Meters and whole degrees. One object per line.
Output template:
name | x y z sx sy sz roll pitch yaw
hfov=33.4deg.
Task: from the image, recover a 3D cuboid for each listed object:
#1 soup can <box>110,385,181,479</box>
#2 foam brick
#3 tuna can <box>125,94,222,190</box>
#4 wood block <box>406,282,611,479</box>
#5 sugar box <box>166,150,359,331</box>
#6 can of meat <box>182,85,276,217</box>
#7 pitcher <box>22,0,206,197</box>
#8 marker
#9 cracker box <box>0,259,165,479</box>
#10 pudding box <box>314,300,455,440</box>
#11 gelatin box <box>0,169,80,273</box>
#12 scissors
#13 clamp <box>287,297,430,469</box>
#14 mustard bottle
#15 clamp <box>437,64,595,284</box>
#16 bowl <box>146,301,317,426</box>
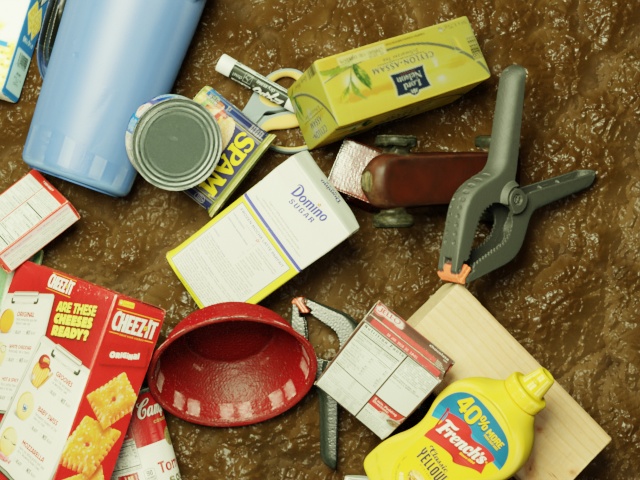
soup can | -0.179 0.198 1.033 0.068 0.068 0.102 -16 87 -3
foam brick | 0.036 -0.064 1.053 0.053 0.078 0.051 22 86 1
tuna can | -0.136 -0.091 0.984 0.086 0.034 0.086 -6 107 -21
wood block | 0.169 0.145 1.038 0.090 0.091 0.206 -44 89 -4
sugar box | -0.057 0.001 1.027 0.176 0.048 0.093 -35 89 21
can of meat | -0.107 -0.088 1.046 0.084 0.057 0.102 39 94 -3
pitcher | -0.207 -0.173 1.035 0.145 0.149 0.243 20 89 -16
marker | -0.048 -0.149 1.068 0.121 0.020 0.020 29 86 1
cracker box | -0.246 0.141 0.993 0.164 0.072 0.213 15 84 42
pudding box | 0.057 0.122 0.988 0.090 0.039 0.114 40 130 6
gelatin box | -0.290 -0.019 1.038 0.089 0.030 0.073 -41 49 -13
scissors | -0.092 -0.128 1.084 0.201 0.016 0.096 1 85 -2
clamp | 0.030 0.127 1.059 0.120 0.039 0.171 -22 87 -5
mustard bottle | 0.134 0.180 0.960 0.192 0.058 0.096 -44 67 20
clamp | 0.185 -0.040 1.031 0.164 0.036 0.210 39 74 -32
bowl | -0.085 0.109 1.023 0.162 0.162 0.055 -8 45 -3
